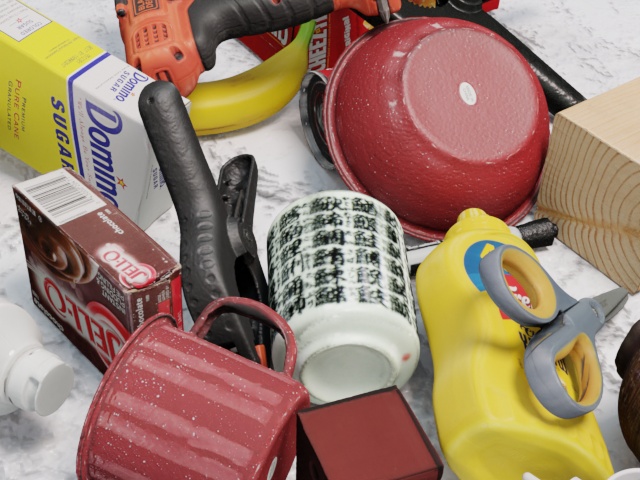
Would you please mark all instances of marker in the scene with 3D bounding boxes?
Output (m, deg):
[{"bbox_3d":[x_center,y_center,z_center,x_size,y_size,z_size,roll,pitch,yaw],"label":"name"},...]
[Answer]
[{"bbox_3d":[0.094,0.005,0.666,0.121,0.020,0.020,-12,43,-16],"label":"marker"}]

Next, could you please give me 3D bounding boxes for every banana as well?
[{"bbox_3d":[-0.092,-0.106,0.755,0.197,0.037,0.069,-12,74,-11],"label":"banana"}]

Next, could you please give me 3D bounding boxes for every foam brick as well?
[{"bbox_3d":[0.020,0.115,0.494,0.051,0.078,0.053,-13,42,-17],"label":"foam brick"}]

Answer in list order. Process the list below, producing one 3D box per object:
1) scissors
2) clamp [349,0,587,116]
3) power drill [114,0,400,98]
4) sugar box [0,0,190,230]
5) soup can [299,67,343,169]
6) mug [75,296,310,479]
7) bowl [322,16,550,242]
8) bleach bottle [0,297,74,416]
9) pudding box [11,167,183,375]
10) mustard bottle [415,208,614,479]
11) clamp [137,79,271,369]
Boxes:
[{"bbox_3d":[0.127,0.027,0.559,0.096,0.016,0.201,55,27,-4],"label":"scissors"},{"bbox_3d":[0.108,-0.166,0.792,0.209,0.036,0.164,4,61,-17],"label":"clamp"},{"bbox_3d":[-0.050,-0.178,0.725,0.187,0.057,0.184,-19,45,3],"label":"power drill"},{"bbox_3d":[-0.169,-0.087,0.676,0.176,0.093,0.048,32,47,15],"label":"sugar box"},{"bbox_3d":[0.045,-0.093,0.737,0.102,0.068,0.068,-15,44,-20],"label":"soup can"},{"bbox_3d":[-0.052,0.082,0.513,0.081,0.093,0.117,21,66,13],"label":"mug"},{"bbox_3d":[0.085,-0.082,0.678,0.162,0.055,0.162,5,71,-15],"label":"bowl"},{"bbox_3d":[-0.237,0.022,0.564,0.251,0.102,0.068,23,50,22],"label":"bleach bottle"},{"bbox_3d":[-0.119,0.025,0.579,0.039,0.090,0.114,-26,48,-31],"label":"pudding box"},{"bbox_3d":[0.095,0.049,0.572,0.096,0.058,0.191,29,33,-25],"label":"mustard bottle"},{"bbox_3d":[-0.054,0.001,0.613,0.039,0.120,0.171,-19,74,22],"label":"clamp"}]
